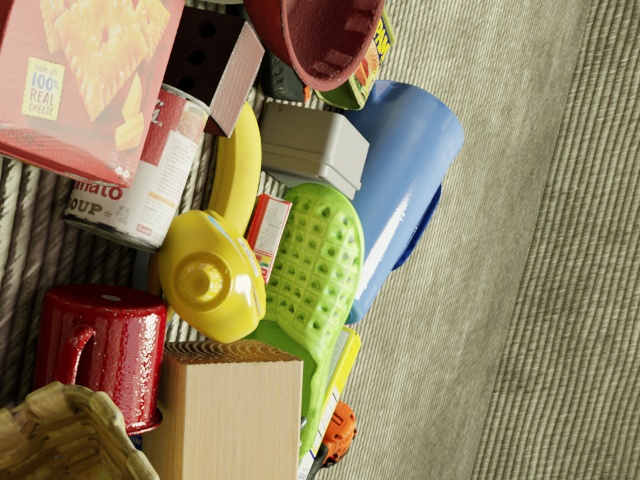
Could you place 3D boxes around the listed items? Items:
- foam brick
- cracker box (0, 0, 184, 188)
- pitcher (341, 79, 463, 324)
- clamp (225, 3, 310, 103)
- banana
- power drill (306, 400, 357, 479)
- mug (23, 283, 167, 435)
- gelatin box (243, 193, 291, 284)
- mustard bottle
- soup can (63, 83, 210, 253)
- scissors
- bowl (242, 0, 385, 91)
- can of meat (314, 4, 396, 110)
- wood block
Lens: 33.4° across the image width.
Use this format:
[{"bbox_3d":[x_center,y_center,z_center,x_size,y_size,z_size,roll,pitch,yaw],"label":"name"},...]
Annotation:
[{"bbox_3d":[-0.083,-0.123,0.779,0.051,0.053,0.078,52,55,-67],"label":"foam brick"},{"bbox_3d":[-0.135,-0.146,0.581,0.164,0.072,0.214,24,81,-72],"label":"cracker box"},{"bbox_3d":[0.049,-0.032,1.108,0.242,0.149,0.145,-62,-176,-23],"label":"pitcher"},{"bbox_3d":[-0.035,-0.178,0.884,0.210,0.036,0.164,85,20,-52],"label":"clamp"},{"bbox_3d":[-0.083,-0.035,0.884,0.069,0.037,0.198,-2,106,-48],"label":"banana"},{"bbox_3d":[-0.032,0.266,1.159,0.187,0.057,0.184,-52,167,-21],"label":"power drill"},{"bbox_3d":[-0.148,0.077,0.694,0.117,0.093,0.081,-34,133,-78],"label":"mug"},{"bbox_3d":[-0.056,0.001,0.932,0.089,0.030,0.073,164,-56,-75],"label":"gelatin box"},{"bbox_3d":[-0.077,0.025,0.759,0.191,0.058,0.096,-136,-159,-89],"label":"mustard bottle"},{"bbox_3d":[-0.121,-0.050,0.705,0.068,0.069,0.102,39,69,-70],"label":"soup can"},{"bbox_3d":[-0.132,0.088,0.808,0.096,0.016,0.202,44,52,-77],"label":"scissors"},{"bbox_3d":[-0.008,-0.185,0.720,0.161,0.055,0.162,-42,140,-51],"label":"bowl"},{"bbox_3d":[0.027,-0.186,1.037,0.084,0.057,0.102,-66,159,-14],"label":"can of meat"},{"bbox_3d":[-0.074,0.180,0.763,0.090,0.090,0.206,0,95,-27],"label":"wood block"}]
